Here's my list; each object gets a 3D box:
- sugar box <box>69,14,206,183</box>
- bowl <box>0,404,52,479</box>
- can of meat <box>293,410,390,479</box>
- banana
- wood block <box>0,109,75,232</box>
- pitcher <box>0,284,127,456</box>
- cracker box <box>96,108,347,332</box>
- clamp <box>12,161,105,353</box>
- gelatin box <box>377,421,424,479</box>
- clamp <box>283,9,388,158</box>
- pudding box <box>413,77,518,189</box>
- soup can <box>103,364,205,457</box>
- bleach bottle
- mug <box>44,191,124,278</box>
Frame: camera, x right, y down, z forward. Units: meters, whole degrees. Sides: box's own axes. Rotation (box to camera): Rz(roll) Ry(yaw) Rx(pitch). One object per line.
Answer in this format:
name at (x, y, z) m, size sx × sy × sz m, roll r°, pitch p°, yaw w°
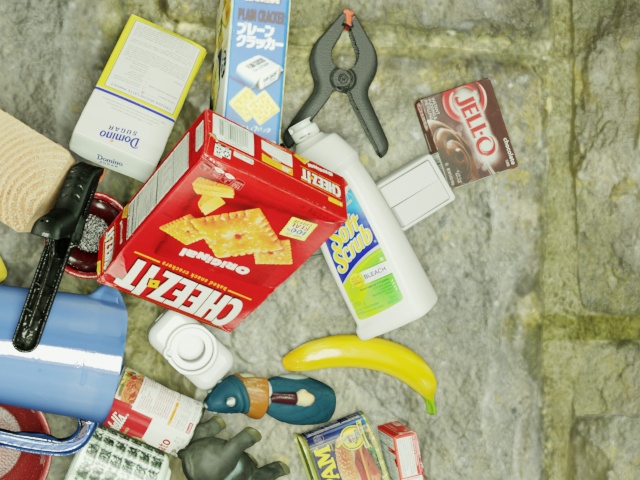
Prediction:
sugar box at (-0.195, -0.153, 1.147) m, size 0.093 × 0.048 × 0.176 m, roll 23°, pitch 58°, yaw -8°
bowl at (-0.370, 0.223, 1.154) m, size 0.162 × 0.055 × 0.162 m, roll 0°, pitch 91°, yaw -10°
can of meat at (0.026, 0.256, 1.224) m, size 0.084 × 0.057 × 0.102 m, roll -19°, pitch 94°, yaw -11°
banana at (0.057, 0.145, 1.237) m, size 0.197 × 0.037 × 0.069 m, roll 19°, pitch 87°, yaw -10°
wood block at (-0.309, -0.068, 1.085) m, size 0.090 × 0.206 × 0.090 m, roll 32°, pitch 85°, yaw -9°
pitcher at (-0.325, 0.116, 1.086) m, size 0.242 × 0.145 × 0.149 m, roll 11°, pitch 46°, yaw -17°
cracker box at (-0.101, -0.010, 1.062) m, size 0.164 × 0.072 × 0.214 m, roll 25°, pitch 130°, yaw -27°
clamp at (-0.248, -0.016, 1.030) m, size 0.036 × 0.165 × 0.210 m, roll 18°, pitch 46°, yaw -7°
gelatin box at (0.095, 0.258, 1.226) m, size 0.030 × 0.073 × 0.089 m, roll -10°, pitch 92°, yaw -11°
clamp at (0.033, -0.175, 1.228) m, size 0.120 × 0.039 × 0.171 m, roll 15°, pitch 88°, yaw -11°
pudding box at (0.170, -0.124, 1.252) m, size 0.090 × 0.039 × 0.113 m, roll -19°, pitch 94°, yaw -10°
soup can at (-0.186, 0.189, 1.180) m, size 0.102 × 0.068 × 0.068 m, roll 27°, pitch 86°, yaw -10°
bleach bottle at (0.031, -0.018, 1.197) m, size 0.103 × 0.068 × 0.251 m, roll -26°, pitch 96°, yaw 31°
mug at (-0.238, -0.010, 1.161) m, size 0.117 × 0.081 × 0.093 m, roll -21°, pitch 94°, yaw -9°
